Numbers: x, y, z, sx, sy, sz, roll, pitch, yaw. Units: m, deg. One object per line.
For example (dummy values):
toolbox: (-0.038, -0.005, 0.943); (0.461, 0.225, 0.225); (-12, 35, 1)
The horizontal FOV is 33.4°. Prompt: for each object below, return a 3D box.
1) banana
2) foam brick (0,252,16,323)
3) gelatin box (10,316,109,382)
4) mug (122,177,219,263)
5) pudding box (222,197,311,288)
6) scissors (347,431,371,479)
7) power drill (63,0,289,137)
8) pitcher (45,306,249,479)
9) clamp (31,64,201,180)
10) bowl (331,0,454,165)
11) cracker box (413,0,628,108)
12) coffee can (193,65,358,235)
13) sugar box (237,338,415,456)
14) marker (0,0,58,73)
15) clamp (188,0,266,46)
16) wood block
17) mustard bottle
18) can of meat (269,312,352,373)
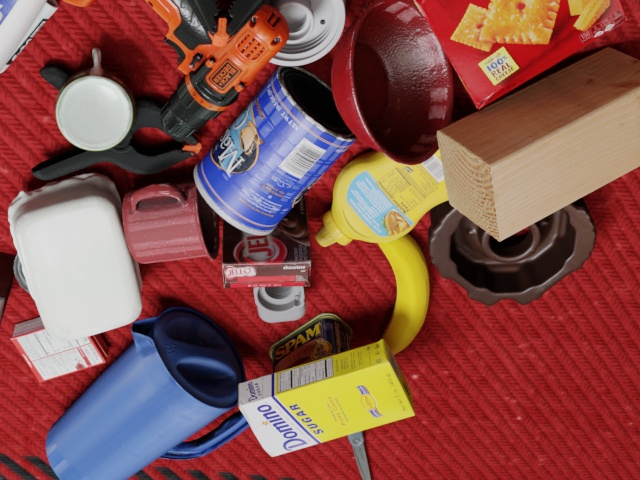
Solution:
banana: (0.091, 0.057, 1.216); (0.070, 0.037, 0.198); (7, 127, 23)
foam brick: (-0.363, 0.053, 1.152); (0.051, 0.078, 0.053); (13, 122, -13)
gelatin box: (-0.300, 0.119, 1.235); (0.089, 0.030, 0.073); (-17, 124, 8)
mug: (-0.157, -0.025, 1.096); (0.081, 0.093, 0.117); (-7, 157, 7)
pudding box: (-0.057, 0.001, 1.113); (0.090, 0.113, 0.039); (-1, 127, -4)
scissors: (0.060, 0.240, 1.358); (0.096, 0.016, 0.201); (-23, 125, 13)
power drill: (-0.144, -0.193, 0.972); (0.187, 0.057, 0.185); (38, 133, -16)
pitcher: (-0.202, 0.201, 1.244); (0.243, 0.149, 0.144); (-40, 163, 27)
clamp: (-0.209, -0.100, 1.073); (0.171, 0.039, 0.120); (16, 121, -12)
bowl: (0.060, -0.149, 1.010); (0.055, 0.162, 0.162); (-3, 135, 41)
cracker box: (0.161, -0.249, 0.964); (0.164, 0.072, 0.213); (-29, 123, 11)
coffee can: (-0.044, -0.089, 1.054); (0.102, 0.103, 0.140); (31, 118, -24)
sugar box: (0.006, 0.177, 1.183); (0.176, 0.048, 0.093); (-20, 125, 10)
marker: (-0.292, -0.186, 1.016); (0.020, 0.020, 0.121); (36, 117, -26)
clamp: (-0.064, -0.269, 0.898); (0.164, 0.036, 0.210); (-1, 85, -8)
wood block: (0.226, -0.096, 1.028); (0.206, 0.090, 0.091); (-27, 128, -15)
mustard bottle: (0.072, -0.052, 1.115); (0.192, 0.058, 0.096); (-36, 111, 21)
can of meat: (-0.009, 0.146, 1.242); (0.102, 0.084, 0.057); (-34, 122, 19)
